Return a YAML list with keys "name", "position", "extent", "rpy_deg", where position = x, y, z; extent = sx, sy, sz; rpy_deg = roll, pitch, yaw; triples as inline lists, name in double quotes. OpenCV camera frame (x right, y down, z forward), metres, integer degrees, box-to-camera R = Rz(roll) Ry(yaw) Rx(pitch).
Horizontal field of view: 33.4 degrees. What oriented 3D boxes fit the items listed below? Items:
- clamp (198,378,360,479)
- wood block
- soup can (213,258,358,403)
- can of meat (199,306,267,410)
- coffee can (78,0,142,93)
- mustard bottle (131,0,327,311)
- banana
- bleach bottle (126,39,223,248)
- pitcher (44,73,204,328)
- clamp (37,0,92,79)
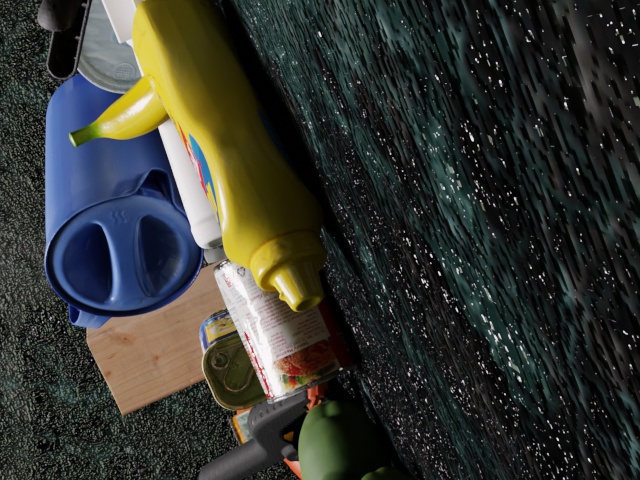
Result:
- name: "clamp"
  position: [-0.007, 0.169, 0.902]
  extent: [0.210, 0.164, 0.036]
  rpy_deg: [113, 159, -51]
- name: "wood block"
  position: [-0.131, 0.090, 1.121]
  extent: [0.091, 0.206, 0.090]
  rpy_deg: [-136, 23, -73]
- name: "soup can"
  position: [-0.025, 0.053, 0.738]
  extent: [0.068, 0.068, 0.102]
  rpy_deg: [120, 127, -82]
- name: "can of meat"
  position: [-0.042, 0.077, 0.819]
  extent: [0.084, 0.102, 0.057]
  rpy_deg: [-128, 15, -73]
- name: "coffee can"
  position: [-0.184, -0.199, 0.978]
  extent: [0.140, 0.102, 0.103]
  rpy_deg: [-127, 15, -65]
- name: "mustard bottle"
  position: [-0.045, -0.045, 0.594]
  extent: [0.096, 0.058, 0.192]
  rpy_deg: [77, 167, -65]
- name: "banana"
  position: [-0.114, -0.116, 0.760]
  extent: [0.037, 0.069, 0.198]
  rpy_deg: [56, 140, 4]
- name: "bleach bottle"
  position: [-0.112, -0.121, 0.860]
  extent: [0.102, 0.068, 0.251]
  rpy_deg: [136, 112, -84]
- name: "pitcher"
  position: [-0.197, -0.046, 0.987]
  extent: [0.243, 0.149, 0.145]
  rpy_deg: [-111, -3, -49]
- name: "clamp"
  position: [-0.184, -0.216, 0.821]
  extent: [0.120, 0.039, 0.171]
  rpy_deg: [178, 105, -76]
